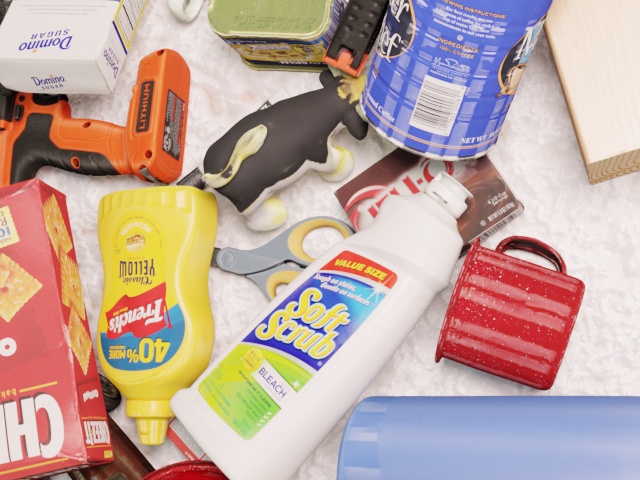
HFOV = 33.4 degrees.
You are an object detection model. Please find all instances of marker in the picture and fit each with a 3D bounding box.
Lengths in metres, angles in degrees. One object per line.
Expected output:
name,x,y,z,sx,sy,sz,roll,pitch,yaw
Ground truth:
marker,-0.069,-0.075,0.846,0.121,0.020,0.020,-42,75,7

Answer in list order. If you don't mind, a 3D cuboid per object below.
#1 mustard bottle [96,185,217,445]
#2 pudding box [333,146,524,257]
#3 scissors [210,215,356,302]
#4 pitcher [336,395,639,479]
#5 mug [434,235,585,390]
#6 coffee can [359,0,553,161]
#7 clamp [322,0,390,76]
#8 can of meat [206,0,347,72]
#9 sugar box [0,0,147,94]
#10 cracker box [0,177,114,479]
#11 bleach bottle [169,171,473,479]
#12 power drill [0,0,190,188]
mustard bottle,-0.126,0.058,0.809,0.096,0.058,0.191,-4,82,26
pudding box,0.080,-0.027,0.787,0.113,0.039,0.090,-34,74,9
scissors,-0.055,0.001,0.835,0.202,0.016,0.096,28,90,17
pitcher,0.140,0.173,0.708,0.243,0.145,0.149,0,69,20
mug,0.137,0.045,0.745,0.081,0.093,0.117,18,52,12
coffee can,0.092,-0.139,0.709,0.103,0.102,0.140,31,132,17
clamp,0.059,-0.218,0.745,0.036,0.164,0.210,25,86,2
can of meat,-0.027,-0.167,0.811,0.102,0.084,0.057,5,85,17
sugar box,-0.187,-0.193,0.842,0.093,0.048,0.176,4,59,14
cracker box,-0.259,0.078,0.797,0.164,0.072,0.214,-14,78,5
bleach bottle,0.010,0.053,0.746,0.251,0.068,0.103,-51,52,2
power drill,-0.202,-0.113,0.871,0.188,0.057,0.184,0,81,18
